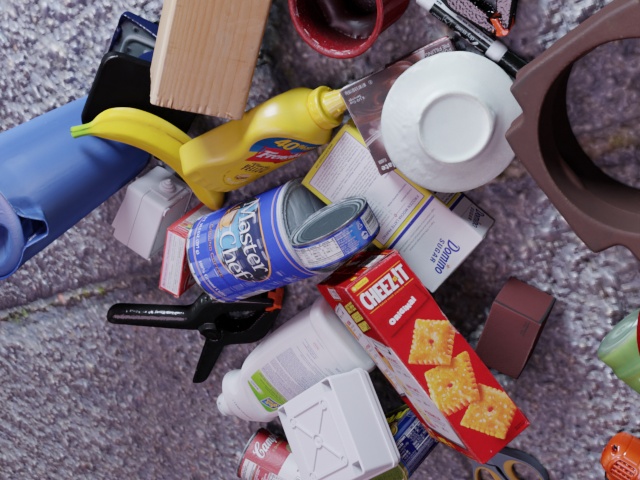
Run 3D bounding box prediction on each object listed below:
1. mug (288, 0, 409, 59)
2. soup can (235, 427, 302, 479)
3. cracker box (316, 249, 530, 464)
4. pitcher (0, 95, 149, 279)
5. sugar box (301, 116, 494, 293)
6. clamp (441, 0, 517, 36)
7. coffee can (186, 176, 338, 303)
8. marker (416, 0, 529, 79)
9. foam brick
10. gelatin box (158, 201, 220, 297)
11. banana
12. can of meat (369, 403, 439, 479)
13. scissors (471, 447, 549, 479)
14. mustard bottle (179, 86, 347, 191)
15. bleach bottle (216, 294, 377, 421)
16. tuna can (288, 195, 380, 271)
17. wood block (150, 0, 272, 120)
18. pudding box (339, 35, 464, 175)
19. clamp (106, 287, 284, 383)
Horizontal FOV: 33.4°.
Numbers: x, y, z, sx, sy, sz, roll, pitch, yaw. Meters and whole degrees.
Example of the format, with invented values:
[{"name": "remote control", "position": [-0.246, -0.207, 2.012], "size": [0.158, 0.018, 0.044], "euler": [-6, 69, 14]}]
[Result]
[{"name": "mug", "position": [0.020, -0.226, 0.964], "size": [0.117, 0.081, 0.093], "euler": [29, 128, 14]}, {"name": "soup can", "position": [-0.043, 0.282, 1.306], "size": [0.102, 0.068, 0.068], "euler": [25, 127, 16]}, {"name": "cracker box", "position": [0.098, 0.110, 1.068], "size": [0.213, 0.072, 0.164], "euler": [53, 171, -5]}, {"name": "pitcher", "position": [-0.303, -0.072, 1.145], "size": [0.149, 0.242, 0.145], "euler": [47, 130, -1]}, {"name": "sugar box", "position": [0.076, -0.039, 1.063], "size": [0.176, 0.048, 0.093], "euler": [39, 130, 2]}, {"name": "clamp", "position": [0.113, -0.253, 0.920], "size": [0.120, 0.039, 0.171], "euler": [-8, 112, 36]}, {"name": "coffee can", "position": [-0.057, 0.001, 1.129], "size": [0.141, 0.102, 0.103], "euler": [-19, 105, 38]}, {"name": "marker", "position": [0.138, -0.185, 0.957], "size": [0.121, 0.020, 0.020], "euler": [39, 130, 6]}, {"name": "foam brick", "position": [0.192, 0.087, 1.061], "size": [0.053, 0.051, 0.078], "euler": [27, 127, 15]}, {"name": "gelatin box", "position": [-0.146, 0.011, 1.208], "size": [0.030, 0.073, 0.089], "euler": [25, 127, 17]}, {"name": "banana", "position": [-0.163, -0.092, 1.131], "size": [0.197, 0.037, 0.070], "euler": [30, 142, -34]}, {"name": "can of meat", "position": [0.079, 0.232, 1.183], "size": [0.057, 0.083, 0.102], "euler": [51, 139, -1]}, {"name": "scissors", "position": [0.178, 0.216, 1.167], "size": [0.096, 0.016, 0.201], "euler": [-20, 105, 36]}, {"name": "mustard bottle", "position": [-0.045, -0.106, 1.066], "size": [0.192, 0.096, 0.058], "euler": [-23, 71, 37]}, {"name": "bleach bottle", "position": [-0.042, 0.146, 1.231], "size": [0.251, 0.068, 0.102], "euler": [-32, 99, 42]}, {"name": "tuna can", "position": [0.014, -0.007, 1.033], "size": [0.086, 0.086, 0.033], "euler": [-17, 111, 37]}, {"name": "wood block", "position": [-0.095, -0.228, 0.991], "size": [0.090, 0.090, 0.206], "euler": [9, 120, -14]}, {"name": "pudding box", "position": [0.087, -0.125, 0.985], "size": [0.113, 0.039, 0.090], "euler": [-24, 103, 13]}, {"name": "clamp", "position": [-0.123, 0.104, 1.255], "size": [0.210, 0.036, 0.164], "euler": [-17, 135, 26]}]
